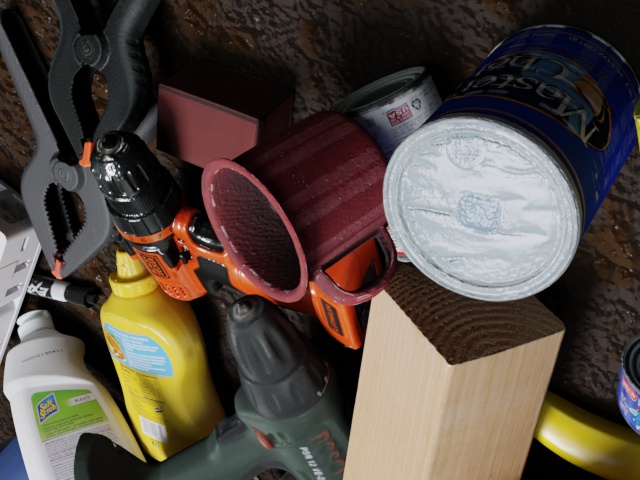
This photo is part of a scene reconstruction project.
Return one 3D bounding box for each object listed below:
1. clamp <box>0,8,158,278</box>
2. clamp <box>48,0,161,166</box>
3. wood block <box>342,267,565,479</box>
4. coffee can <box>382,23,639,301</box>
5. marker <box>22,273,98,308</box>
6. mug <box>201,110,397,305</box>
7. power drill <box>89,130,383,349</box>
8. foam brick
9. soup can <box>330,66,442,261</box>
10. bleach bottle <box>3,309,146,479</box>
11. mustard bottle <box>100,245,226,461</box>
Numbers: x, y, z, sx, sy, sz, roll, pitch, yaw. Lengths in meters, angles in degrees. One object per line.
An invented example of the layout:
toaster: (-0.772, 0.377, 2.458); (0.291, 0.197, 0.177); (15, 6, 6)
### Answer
clamp: (-0.194, -0.066, 0.818); (0.165, 0.036, 0.210); (32, 126, 13)
clamp: (-0.140, -0.136, 0.721); (0.120, 0.039, 0.171); (4, 105, 31)
wood block: (0.082, 0.122, 0.715); (0.091, 0.090, 0.206); (48, 142, 44)
coffee can: (0.108, -0.046, 0.579); (0.103, 0.140, 0.103); (15, 125, 23)
marker: (-0.243, 0.039, 0.925); (0.121, 0.020, 0.020); (11, 124, 25)
mug: (-0.002, -0.015, 0.618); (0.117, 0.081, 0.093); (49, 152, 15)
power drill: (-0.055, 0.001, 0.725); (0.188, 0.057, 0.184); (17, 156, 21)
foam brick: (-0.064, -0.081, 0.720); (0.078, 0.052, 0.051); (22, 127, 19)
soup can: (0.056, -0.047, 0.658); (0.069, 0.068, 0.102); (-14, 110, 37)
bleach bottle: (-0.198, 0.172, 0.899); (0.251, 0.102, 0.068); (66, 152, 22)
mustard bottle: (-0.132, 0.090, 0.863); (0.096, 0.058, 0.191); (13, 126, 41)
